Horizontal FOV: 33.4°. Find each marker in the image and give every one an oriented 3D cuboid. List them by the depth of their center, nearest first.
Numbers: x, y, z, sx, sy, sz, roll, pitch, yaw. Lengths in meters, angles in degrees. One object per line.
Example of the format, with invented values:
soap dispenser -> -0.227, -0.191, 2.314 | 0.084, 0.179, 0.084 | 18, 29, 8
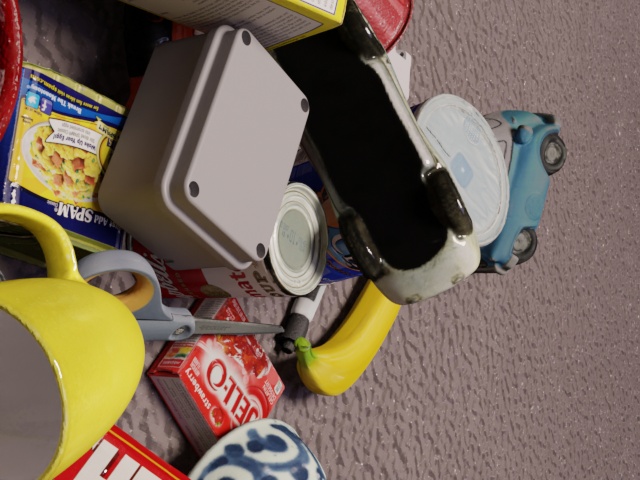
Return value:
marker -> -0.004, 0.032, 0.789 | 0.020, 0.020, 0.121 | 56, 44, -39

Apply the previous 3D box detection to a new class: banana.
banana -> 0.029, 0.066, 0.809 | 0.197, 0.037, 0.070 | -43, 152, -57

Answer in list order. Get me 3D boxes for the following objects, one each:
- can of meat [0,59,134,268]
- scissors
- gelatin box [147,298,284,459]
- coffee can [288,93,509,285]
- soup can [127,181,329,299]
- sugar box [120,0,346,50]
can of meat -> -0.141, -0.036, 0.544 | 0.102, 0.058, 0.084 | 26, 65, -54
scissors -> -0.079, 0.036, 0.592 | 0.201, 0.096, 0.016 | -5, 54, -41
gelatin box -> -0.064, 0.090, 0.681 | 0.073, 0.030, 0.089 | -57, 133, -42
coffee can -> 0.043, -0.031, 0.736 | 0.102, 0.141, 0.103 | 17, 66, -43
soup can -> -0.054, 0.001, 0.635 | 0.068, 0.102, 0.068 | 6, 83, -58
sugar box -> -0.081, -0.148, 0.536 | 0.176, 0.094, 0.048 | 19, 78, -32
